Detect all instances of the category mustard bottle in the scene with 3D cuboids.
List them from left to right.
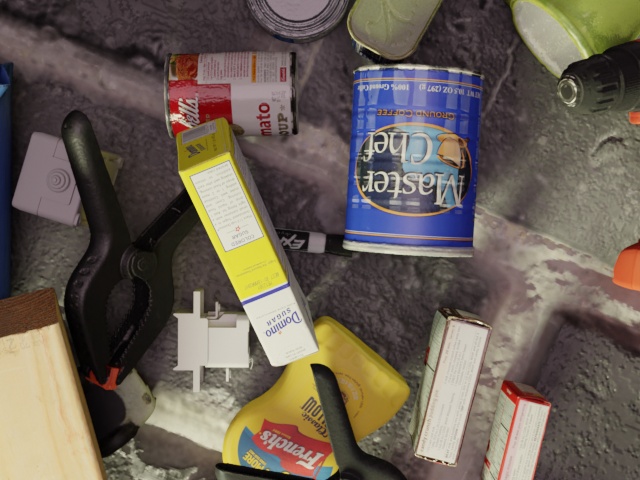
[{"bbox_3d":[-0.022,0.161,0.863,0.096,0.058,0.191,40,93,-6],"label":"mustard bottle"}]

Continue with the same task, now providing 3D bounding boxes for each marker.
[{"bbox_3d":[-0.028,-0.001,0.876,0.121,0.020,0.020,6,92,1],"label":"marker"}]

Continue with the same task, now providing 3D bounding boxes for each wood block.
[{"bbox_3d":[-0.210,0.151,0.780,0.090,0.091,0.206,-15,108,-13],"label":"wood block"}]

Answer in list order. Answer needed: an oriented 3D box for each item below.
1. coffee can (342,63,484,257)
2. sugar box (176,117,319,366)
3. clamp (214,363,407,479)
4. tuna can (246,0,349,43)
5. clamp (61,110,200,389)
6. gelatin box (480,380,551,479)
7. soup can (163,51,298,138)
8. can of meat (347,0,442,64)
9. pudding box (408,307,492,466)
[{"bbox_3d":[0.072,-0.060,0.831,0.103,0.103,0.140,3,92,1],"label":"coffee can"},{"bbox_3d":[-0.056,0.001,0.812,0.048,0.093,0.176,-20,114,1],"label":"sugar box"},{"bbox_3d":[0.019,0.179,0.819,0.171,0.039,0.120,34,98,-6],"label":"clamp"},{"bbox_3d":[-0.018,-0.203,0.861,0.086,0.034,0.086,0,92,1],"label":"tuna can"},{"bbox_3d":[-0.153,0.008,0.817,0.036,0.164,0.210,16,87,44],"label":"clamp"},{"bbox_3d":[0.155,0.163,0.852,0.030,0.073,0.089,12,92,1],"label":"gelatin box"},{"bbox_3d":[-0.069,-0.116,0.849,0.102,0.068,0.068,-1,92,1],"label":"soup can"},{"bbox_3d":[0.064,-0.188,0.835,0.057,0.084,0.102,29,92,0],"label":"can of meat"},{"bbox_3d":[0.101,0.113,0.843,0.039,0.090,0.113,12,92,1],"label":"pudding box"}]
